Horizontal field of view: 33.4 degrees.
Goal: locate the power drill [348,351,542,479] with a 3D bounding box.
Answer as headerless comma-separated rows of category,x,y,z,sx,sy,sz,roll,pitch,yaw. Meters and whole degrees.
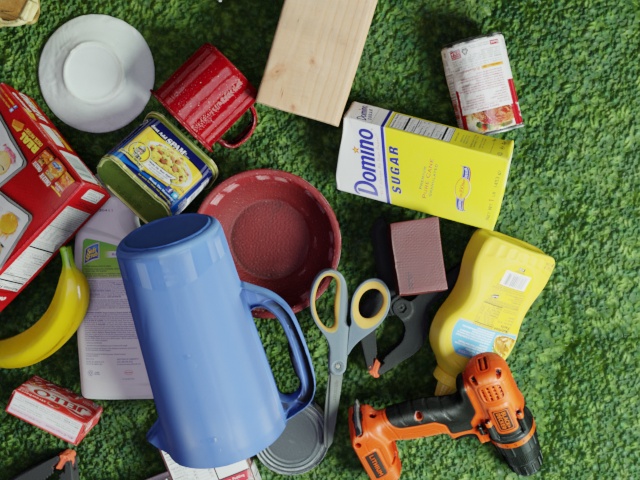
power drill,0.136,0.210,1.151,0.188,0.057,0.184,-19,125,11

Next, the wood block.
wood block,0.007,-0.230,1.115,0.090,0.091,0.206,17,96,1

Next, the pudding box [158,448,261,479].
pudding box,-0.121,0.258,1.197,0.090,0.039,0.113,-21,92,3

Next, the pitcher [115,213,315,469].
pitcher,-0.114,0.097,1.094,0.145,0.149,0.243,7,119,43

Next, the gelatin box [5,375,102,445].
gelatin box,-0.293,0.186,1.180,0.089,0.073,0.030,25,96,0

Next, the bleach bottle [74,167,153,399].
bleach bottle,-0.217,0.044,1.168,0.102,0.068,0.251,-1,94,7

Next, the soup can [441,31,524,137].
soup can,0.170,-0.162,1.126,0.068,0.068,0.102,-13,94,4

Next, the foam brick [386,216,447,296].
foam brick,0.101,0.018,1.126,0.053,0.051,0.078,-7,87,-1

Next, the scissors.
scissors,0.036,0.123,1.149,0.096,0.016,0.202,-11,106,-7

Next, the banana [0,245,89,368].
banana,-0.302,0.091,1.159,0.198,0.037,0.070,-46,65,27

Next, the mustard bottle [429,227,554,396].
mustard bottle,0.171,0.087,1.149,0.096,0.058,0.192,18,103,-28

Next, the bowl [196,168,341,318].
bowl,-0.058,0.001,1.159,0.162,0.055,0.162,0,96,3

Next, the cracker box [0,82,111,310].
cracker box,-0.351,-0.034,1.140,0.214,0.072,0.164,-45,69,7

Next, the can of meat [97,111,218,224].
can of meat,-0.175,-0.073,1.136,0.102,0.058,0.083,43,53,-2

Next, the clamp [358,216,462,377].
clamp,0.080,0.062,1.169,0.120,0.039,0.171,31,90,6

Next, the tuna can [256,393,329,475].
tuna can,-0.032,0.215,1.191,0.086,0.033,0.086,0,96,3

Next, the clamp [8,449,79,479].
clamp,-0.326,0.337,1.215,0.164,0.036,0.210,35,96,-1

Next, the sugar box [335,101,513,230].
sugar box,0.107,-0.078,1.117,0.176,0.048,0.093,14,127,10

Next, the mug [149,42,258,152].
mug,-0.112,-0.147,1.137,0.081,0.093,0.117,-45,123,1
